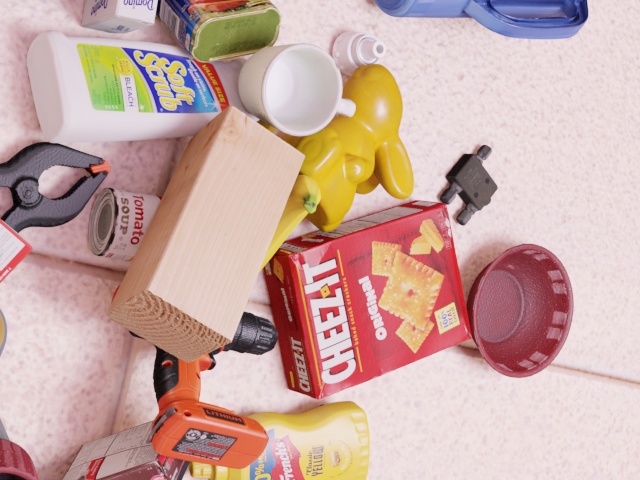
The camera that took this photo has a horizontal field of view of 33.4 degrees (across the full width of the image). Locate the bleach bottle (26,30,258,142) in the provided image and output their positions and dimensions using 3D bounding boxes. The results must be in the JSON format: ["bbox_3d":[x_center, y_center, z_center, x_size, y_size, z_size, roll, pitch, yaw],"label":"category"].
[{"bbox_3d":[-0.148,-0.150,1.034,0.250,0.068,0.102,-8,80,-37],"label":"bleach bottle"}]

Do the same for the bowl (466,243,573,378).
[{"bbox_3d":[0.230,0.082,1.291,0.161,0.055,0.162,-3,95,-32],"label":"bowl"}]

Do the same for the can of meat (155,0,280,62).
[{"bbox_3d":[-0.100,-0.221,1.037,0.101,0.084,0.057,-17,141,-30],"label":"can of meat"}]

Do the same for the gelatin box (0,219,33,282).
[{"bbox_3d":[-0.310,0.003,0.933,0.089,0.030,0.073,45,81,-21],"label":"gelatin box"}]

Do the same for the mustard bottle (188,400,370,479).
[{"bbox_3d":[-0.044,0.227,1.121,0.191,0.058,0.096,-3,104,-22],"label":"mustard bottle"}]

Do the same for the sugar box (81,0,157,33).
[{"bbox_3d":[-0.176,-0.284,0.990,0.048,0.093,0.176,5,91,-32],"label":"sugar box"}]

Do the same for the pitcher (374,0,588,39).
[{"bbox_3d":[0.181,-0.300,1.186,0.242,0.149,0.145,-10,110,-28],"label":"pitcher"}]

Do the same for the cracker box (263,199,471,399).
[{"bbox_3d":[0.055,0.061,1.171,0.213,0.072,0.164,-18,103,-29],"label":"cracker box"}]

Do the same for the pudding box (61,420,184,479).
[{"bbox_3d":[-0.182,0.211,0.995,0.113,0.090,0.039,-19,107,14],"label":"pudding box"}]

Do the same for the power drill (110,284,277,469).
[{"bbox_3d":[-0.106,0.126,1.023,0.184,0.188,0.057,16,124,-31],"label":"power drill"}]

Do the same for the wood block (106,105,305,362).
[{"bbox_3d":[-0.102,-0.006,0.972,0.090,0.090,0.206,33,57,-20],"label":"wood block"}]

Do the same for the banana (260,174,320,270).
[{"bbox_3d":[-0.047,-0.012,1.057,0.037,0.198,0.069,38,50,-4],"label":"banana"}]

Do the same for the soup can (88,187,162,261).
[{"bbox_3d":[-0.165,-0.011,1.032,0.102,0.069,0.068,10,88,-31],"label":"soup can"}]

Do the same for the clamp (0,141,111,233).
[{"bbox_3d":[-0.280,-0.051,0.975,0.171,0.039,0.120,-32,114,-23],"label":"clamp"}]
